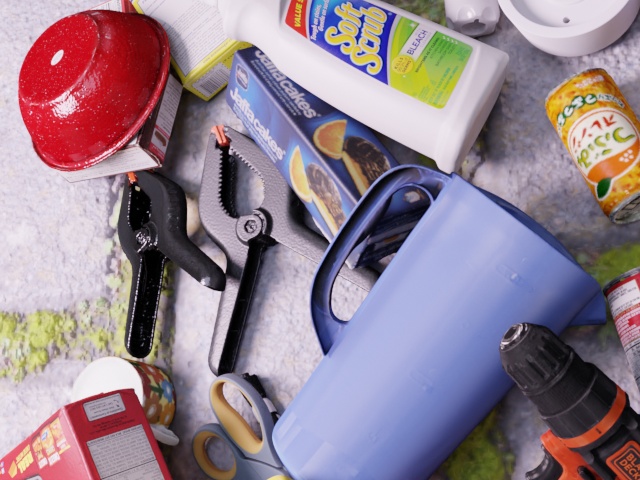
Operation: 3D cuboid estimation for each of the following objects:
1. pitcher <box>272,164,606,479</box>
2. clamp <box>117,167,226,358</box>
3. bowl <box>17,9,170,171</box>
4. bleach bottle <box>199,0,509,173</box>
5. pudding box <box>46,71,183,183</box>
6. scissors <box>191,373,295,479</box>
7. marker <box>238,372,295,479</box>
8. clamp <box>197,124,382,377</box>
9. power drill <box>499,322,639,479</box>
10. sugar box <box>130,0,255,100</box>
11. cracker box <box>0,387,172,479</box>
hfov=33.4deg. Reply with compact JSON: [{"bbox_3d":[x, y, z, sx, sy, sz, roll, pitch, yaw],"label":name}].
[{"bbox_3d":[0.068,0.074,0.762,0.243,0.144,0.149,-52,45,7],"label":"pitcher"},{"bbox_3d":[-0.131,0.002,0.902,0.120,0.039,0.171,-28,61,30],"label":"clamp"},{"bbox_3d":[-0.209,-0.143,0.924,0.162,0.055,0.162,-17,57,27],"label":"bowl"},{"bbox_3d":[0.014,-0.149,0.837,0.251,0.068,0.102,25,66,11],"label":"bleach bottle"},{"bbox_3d":[-0.183,-0.104,0.950,0.114,0.039,0.090,-8,60,33],"label":"pudding box"},{"bbox_3d":[-0.038,0.197,0.825,0.096,0.016,0.202,-46,66,31],"label":"scissors"},{"bbox_3d":[-0.032,0.155,0.845,0.020,0.020,0.121,-38,65,10],"label":"marker"},{"bbox_3d":[-0.056,0.001,0.886,0.165,0.036,0.210,-34,67,13],"label":"clamp"},{"bbox_3d":[0.135,0.166,0.707,0.188,0.057,0.184,-43,101,14],"label":"power drill"},{"bbox_3d":[-0.118,-0.221,0.968,0.093,0.048,0.176,-38,61,11],"label":"sugar box"},{"bbox_3d":[-0.159,0.238,0.799,0.164,0.071,0.214,-39,72,44],"label":"cracker box"}]
